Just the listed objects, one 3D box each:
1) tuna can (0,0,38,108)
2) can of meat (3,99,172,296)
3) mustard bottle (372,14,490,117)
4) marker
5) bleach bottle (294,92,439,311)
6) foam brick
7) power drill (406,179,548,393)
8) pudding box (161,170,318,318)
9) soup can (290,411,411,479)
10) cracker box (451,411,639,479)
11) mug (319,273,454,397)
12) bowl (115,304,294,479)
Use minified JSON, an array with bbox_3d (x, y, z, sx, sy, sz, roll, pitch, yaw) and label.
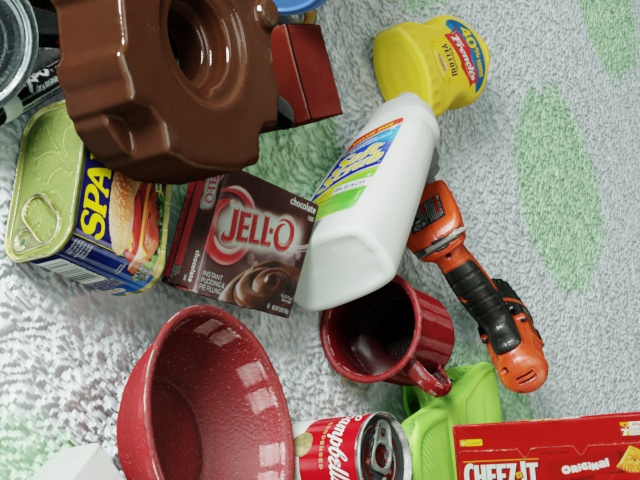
[{"bbox_3d":[-0.200,-0.111,0.588,0.085,0.034,0.086,-23,124,-38],"label":"tuna can"},{"bbox_3d":[-0.140,-0.023,0.660,0.083,0.058,0.102,30,56,-49],"label":"can of meat"},{"bbox_3d":[0.125,-0.179,1.084,0.191,0.058,0.096,-27,97,-55],"label":"mustard bottle"},{"bbox_3d":[-0.179,-0.091,0.658,0.121,0.020,0.020,-48,119,-50],"label":"marker"},{"bbox_3d":[0.042,-0.050,0.907,0.068,0.103,0.250,53,34,-22],"label":"bleach bottle"},{"bbox_3d":[-0.025,-0.131,0.860,0.051,0.053,0.078,-21,98,-55],"label":"foam brick"},{"bbox_3d":[0.146,0.035,1.014,0.187,0.057,0.184,52,11,-20],"label":"power drill"},{"bbox_3d":[-0.055,0.001,0.761,0.113,0.039,0.090,22,83,-56],"label":"pudding box"},{"bbox_3d":[0.005,0.161,0.766,0.068,0.102,0.068,22,62,-50],"label":"soup can"},{"bbox_3d":[0.224,0.187,0.916,0.213,0.164,0.072,20,64,-64],"label":"cracker box"},{"bbox_3d":[0.066,0.084,0.877,0.117,0.093,0.081,46,13,33],"label":"mug"},{"bbox_3d":[-0.081,0.126,0.686,0.162,0.055,0.162,39,42,-47],"label":"bowl"}]
